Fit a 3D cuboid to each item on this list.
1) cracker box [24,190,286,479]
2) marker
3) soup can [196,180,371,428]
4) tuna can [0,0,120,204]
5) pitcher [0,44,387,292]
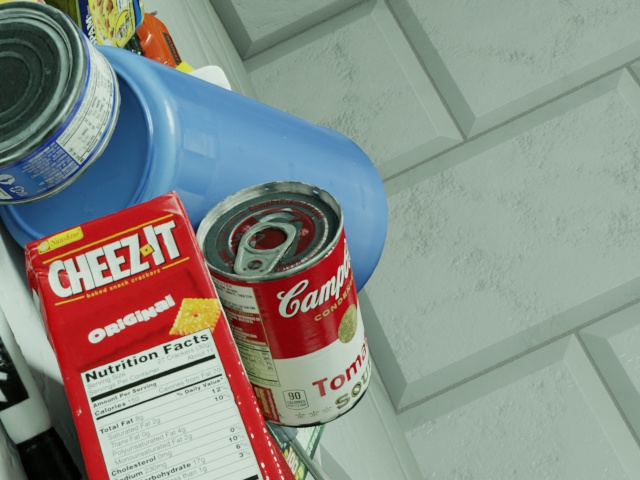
[{"bbox_3d":[-0.046,0.116,0.422,0.164,0.072,0.214,86,-17,-57],"label":"cracker box"},{"bbox_3d":[-0.122,0.045,0.406,0.020,0.020,0.121,-9,74,-87],"label":"marker"},{"bbox_3d":[-0.015,0.032,0.510,0.068,0.068,0.102,-112,-173,-51],"label":"soup can"},{"bbox_3d":[-0.133,-0.061,0.463,0.086,0.086,0.033,66,6,28],"label":"tuna can"},{"bbox_3d":[-0.061,-0.016,0.596,0.149,0.145,0.242,27,5,25],"label":"pitcher"}]
